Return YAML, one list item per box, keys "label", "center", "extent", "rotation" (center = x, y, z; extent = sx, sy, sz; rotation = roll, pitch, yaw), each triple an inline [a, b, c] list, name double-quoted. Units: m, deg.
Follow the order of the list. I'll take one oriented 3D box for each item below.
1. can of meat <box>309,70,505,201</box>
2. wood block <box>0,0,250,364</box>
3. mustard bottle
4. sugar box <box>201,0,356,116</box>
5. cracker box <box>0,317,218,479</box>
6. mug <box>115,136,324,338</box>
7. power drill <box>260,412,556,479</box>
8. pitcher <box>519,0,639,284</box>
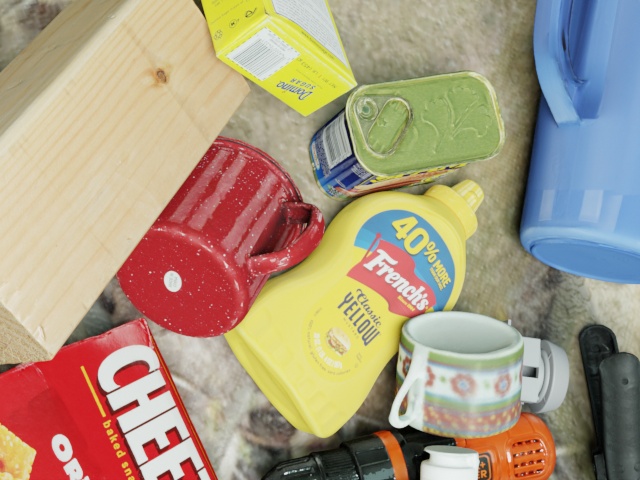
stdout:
- label: "can of meat"
  center: [0.051, -0.064, 0.677]
  extent: [0.102, 0.084, 0.057]
  rotation: [-11, 84, -21]
- label: "wood block"
  center: [-0.134, -0.042, 0.557]
  extent: [0.090, 0.090, 0.205]
  rotation: [56, 47, -29]
- label: "mustard bottle"
  center: [0.035, 0.026, 0.668]
  extent: [0.191, 0.058, 0.096]
  rotation: [-42, 107, -22]
- label: "sugar box"
  center: [-0.040, -0.168, 0.636]
  extent: [0.093, 0.048, 0.176]
  rotation: [29, 36, -54]
- label: "cracker box"
  center: [-0.138, 0.146, 0.523]
  extent: [0.213, 0.072, 0.164]
  rotation: [-22, 88, -58]
- label: "mug"
  center: [-0.054, 0.001, 0.601]
  extent: [0.081, 0.117, 0.093]
  rotation: [-61, 143, -47]
- label: "power drill"
  center: [0.060, 0.203, 0.628]
  extent: [0.184, 0.057, 0.188]
  rotation: [-7, 94, -16]
- label: "pitcher"
  center: [0.202, -0.103, 0.712]
  extent: [0.149, 0.145, 0.243]
  rotation: [14, 78, 5]
